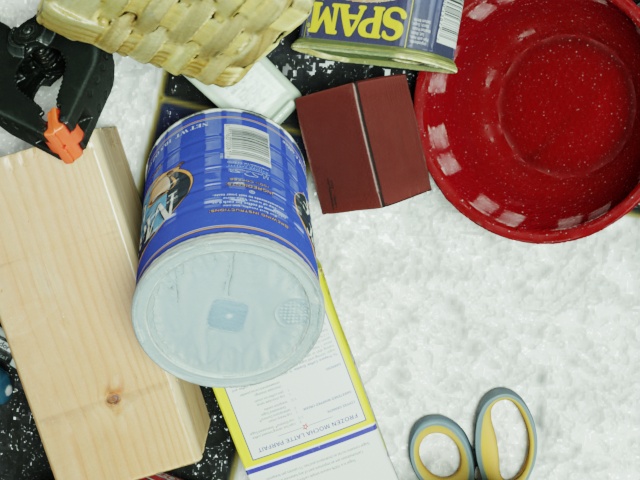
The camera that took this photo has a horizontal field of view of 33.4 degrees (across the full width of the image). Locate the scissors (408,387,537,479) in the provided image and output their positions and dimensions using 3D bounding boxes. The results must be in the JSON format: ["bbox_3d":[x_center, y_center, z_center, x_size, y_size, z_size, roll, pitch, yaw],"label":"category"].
[{"bbox_3d":[0.106,0.199,0.728,0.096,0.016,0.202,1,98,0],"label":"scissors"}]

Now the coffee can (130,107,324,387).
[{"bbox_3d":[-0.054,0.001,0.619,0.102,0.140,0.103,-3,126,-4],"label":"coffee can"}]

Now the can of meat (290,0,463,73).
[{"bbox_3d":[0.038,-0.149,0.642,0.102,0.057,0.084,13,96,36],"label":"can of meat"}]

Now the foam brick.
[{"bbox_3d":[0.026,-0.060,0.663,0.053,0.051,0.078,-5,102,44],"label":"foam brick"}]

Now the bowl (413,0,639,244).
[{"bbox_3d":[0.141,-0.081,0.651,0.162,0.055,0.162,6,101,31],"label":"bowl"}]

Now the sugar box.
[{"bbox_3d":[-0.015,0.108,0.699,0.093,0.048,0.176,-19,102,2],"label":"sugar box"}]

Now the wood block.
[{"bbox_3d":[-0.144,0.041,0.664,0.091,0.090,0.206,-16,98,0],"label":"wood block"}]

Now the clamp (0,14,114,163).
[{"bbox_3d":[-0.157,-0.120,0.629,0.120,0.039,0.171,-35,57,2],"label":"clamp"}]
